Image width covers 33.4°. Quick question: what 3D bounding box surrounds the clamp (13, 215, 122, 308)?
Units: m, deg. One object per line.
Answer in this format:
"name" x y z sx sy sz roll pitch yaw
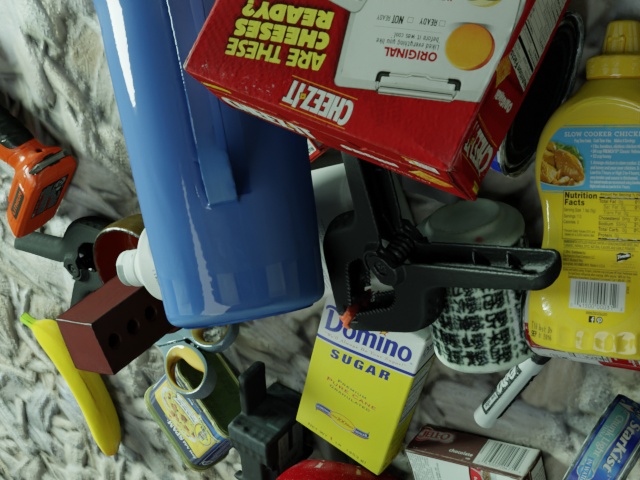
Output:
"clamp" -0.233 0.031 1.063 0.172 0.039 0.120 -13 112 45

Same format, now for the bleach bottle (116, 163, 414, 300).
"bleach bottle" -0.055 0.001 0.826 0.251 0.068 0.102 -8 119 29

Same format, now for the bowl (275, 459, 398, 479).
"bowl" 0.021 0.234 0.955 0.162 0.055 0.162 11 161 4

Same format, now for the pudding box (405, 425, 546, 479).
"pudding box" 0.133 0.208 0.885 0.114 0.039 0.090 7 125 39

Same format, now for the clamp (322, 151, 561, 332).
"clamp" 0.057 0.011 0.676 0.165 0.036 0.210 40 150 15

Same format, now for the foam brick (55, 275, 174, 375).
"foam brick" -0.177 0.072 0.920 0.051 0.078 0.053 5 123 41

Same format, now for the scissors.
"scissors" -0.140 0.080 1.027 0.016 0.096 0.202 40 -179 -40

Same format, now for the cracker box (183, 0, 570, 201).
"cracker box" 0.050 -0.149 0.569 0.164 0.213 0.072 24 176 25

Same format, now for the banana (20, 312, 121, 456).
"banana" -0.266 0.161 1.197 0.070 0.037 0.198 1 121 60

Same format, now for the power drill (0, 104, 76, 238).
"power drill" -0.333 -0.093 1.040 0.187 0.057 0.185 44 139 5

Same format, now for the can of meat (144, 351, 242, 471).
"can of meat" -0.115 0.163 1.042 0.102 0.057 0.084 53 138 10

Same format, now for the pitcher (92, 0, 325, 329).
"pitcher" -0.069 -0.068 0.702 0.145 0.148 0.243 -10 90 42

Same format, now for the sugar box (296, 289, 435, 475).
"sugar box" 0.039 0.108 0.884 0.093 0.048 0.176 30 137 20

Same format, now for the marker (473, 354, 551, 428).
"marker" 0.149 0.105 0.807 0.020 0.020 0.121 39 138 11
